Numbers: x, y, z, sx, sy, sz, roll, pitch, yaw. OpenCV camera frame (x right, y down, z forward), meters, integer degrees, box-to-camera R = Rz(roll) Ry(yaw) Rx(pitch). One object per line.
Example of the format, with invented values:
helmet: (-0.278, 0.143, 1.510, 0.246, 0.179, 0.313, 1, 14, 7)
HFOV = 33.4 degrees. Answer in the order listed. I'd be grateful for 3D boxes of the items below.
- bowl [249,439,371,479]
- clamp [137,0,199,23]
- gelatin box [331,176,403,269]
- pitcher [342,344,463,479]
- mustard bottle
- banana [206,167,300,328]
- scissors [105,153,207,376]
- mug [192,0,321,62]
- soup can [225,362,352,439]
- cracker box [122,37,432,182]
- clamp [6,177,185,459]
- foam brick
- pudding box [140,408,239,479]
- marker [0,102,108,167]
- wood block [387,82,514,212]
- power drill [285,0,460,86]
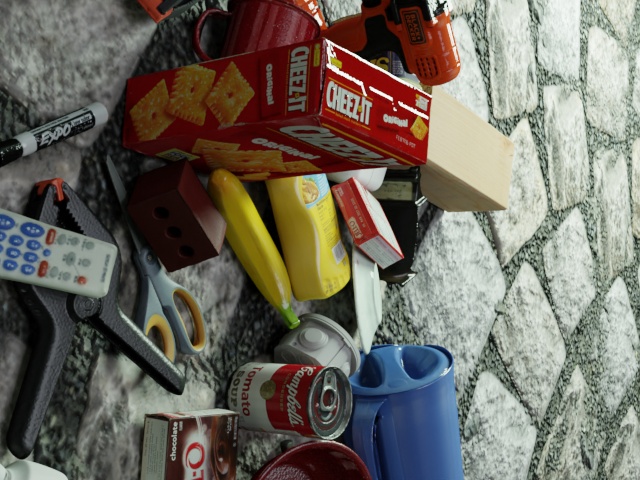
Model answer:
bowl: (-0.025, 0.264, 1.020, 0.161, 0.055, 0.162, -4, 97, -36)
clamp: (-0.090, -0.250, 0.947, 0.039, 0.120, 0.171, 42, 49, 0)
gelatin box: (0.049, -0.018, 1.120, 0.089, 0.030, 0.073, 38, 26, -61)
pitcher: (0.089, 0.244, 1.148, 0.149, 0.145, 0.243, -17, 107, -20)
mustard bottle: (-0.019, -0.042, 1.067, 0.096, 0.058, 0.191, -47, 126, -64)
banana: (-0.065, -0.004, 1.000, 0.037, 0.070, 0.197, -37, 129, -12)
scissors: (-0.156, 0.033, 0.916, 0.201, 0.016, 0.096, 62, 39, -31)
mug: (-0.064, -0.177, 1.001, 0.117, 0.093, 0.081, 19, 76, -19)
soup can: (-0.030, 0.150, 1.010, 0.068, 0.102, 0.068, 3, 86, -53)
cracker box: (-0.037, -0.102, 0.917, 0.163, 0.214, 0.072, 15, 76, -52)
clamp: (-0.186, 0.054, 0.855, 0.164, 0.036, 0.210, -8, 93, -45)
foam brick: (-0.123, -0.021, 0.918, 0.051, 0.053, 0.078, -86, 152, -53)
pudding box: (-0.116, 0.208, 0.945, 0.089, 0.039, 0.113, 6, 84, -53)
marker: (-0.215, -0.083, 0.841, 0.120, 0.020, 0.020, -35, 116, -48)
wood block: (0.141, -0.105, 1.261, 0.205, 0.090, 0.091, 24, 70, -51)
power drill: (0.037, -0.234, 1.046, 0.057, 0.188, 0.184, -42, 123, -44)
